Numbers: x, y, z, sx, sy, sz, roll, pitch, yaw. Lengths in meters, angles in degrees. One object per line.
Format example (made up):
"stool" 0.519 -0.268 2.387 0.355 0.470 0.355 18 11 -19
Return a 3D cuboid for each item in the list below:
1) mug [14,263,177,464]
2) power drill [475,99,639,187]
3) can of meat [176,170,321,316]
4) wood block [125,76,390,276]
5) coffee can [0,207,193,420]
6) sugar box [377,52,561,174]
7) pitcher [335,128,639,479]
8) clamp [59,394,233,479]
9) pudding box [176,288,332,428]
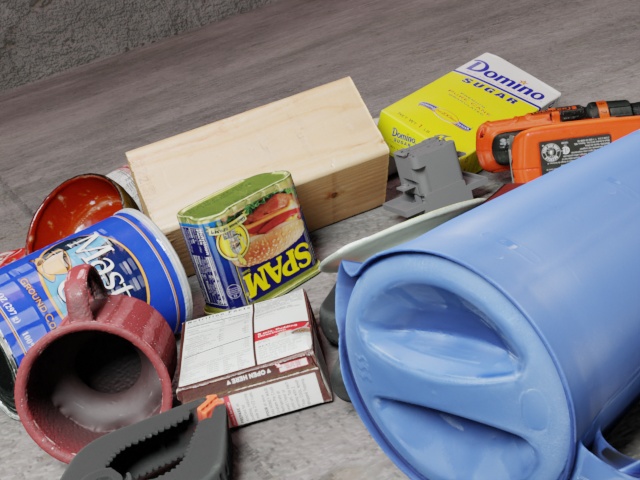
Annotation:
"mug" -0.136 0.071 0.661 0.093 0.117 0.081 -13 14 3
"power drill" 0.214 -0.075 0.830 0.184 0.057 0.187 -9 9 10
"can of meat" -0.055 0.001 0.834 0.101 0.084 0.058 -30 22 -36
"wood block" -0.053 -0.053 0.930 0.206 0.091 0.090 -20 62 -11
"coffee can" -0.177 0.050 0.767 0.140 0.103 0.103 -28 22 -32
"sugar box" 0.141 -0.116 1.004 0.093 0.048 0.175 35 48 23
"pitcher" 0.140 0.030 0.543 0.242 0.149 0.145 -28 6 -39
"clamp" -0.119 0.141 0.549 0.165 0.036 0.209 3 23 24
"pudding box" -0.044 0.076 0.683 0.090 0.039 0.113 -17 17 1
